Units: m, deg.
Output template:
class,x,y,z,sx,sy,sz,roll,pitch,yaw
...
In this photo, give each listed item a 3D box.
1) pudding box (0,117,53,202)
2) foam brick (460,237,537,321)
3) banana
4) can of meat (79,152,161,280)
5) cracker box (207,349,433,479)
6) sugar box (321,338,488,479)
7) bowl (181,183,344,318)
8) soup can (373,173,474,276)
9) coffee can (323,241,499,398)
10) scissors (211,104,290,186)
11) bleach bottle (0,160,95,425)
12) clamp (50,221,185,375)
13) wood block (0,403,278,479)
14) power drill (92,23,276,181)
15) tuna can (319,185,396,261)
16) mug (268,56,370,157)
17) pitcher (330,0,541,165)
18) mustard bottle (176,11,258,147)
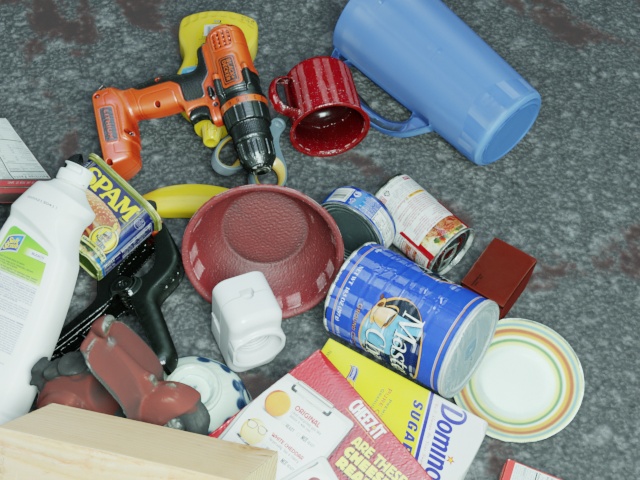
class,x,y,z,sx,sy,sz,roll,pitch,yaw
pudding box,-0.355,-0.088,1.146,0.089,0.039,0.113,-2,46,-53
foam brick,0.182,0.046,1.122,0.053,0.051,0.078,32,56,17
banana,-0.100,-0.025,1.152,0.198,0.037,0.069,23,55,11
can of meat,-0.226,-0.023,1.073,0.102,0.057,0.083,42,70,9
cracker box,-0.030,0.226,0.922,0.213,0.072,0.164,-37,65,-12
sugar box,0.062,0.175,1.016,0.176,0.048,0.093,25,56,14
bowl,-0.057,0.001,1.077,0.162,0.162,0.055,5,32,-3
soup can,0.106,-0.017,1.150,0.068,0.068,0.102,-34,63,-27
coffee can,0.088,0.076,1.043,0.140,0.103,0.102,27,54,26
scissors,-0.043,-0.114,1.236,0.096,0.016,0.201,49,50,7
bleach bottle,-0.271,0.046,0.996,0.103,0.068,0.251,22,81,13
clamp,-0.199,0.060,1.062,0.165,0.036,0.210,-10,40,16
wood block,-0.148,0.199,0.845,0.206,0.090,0.090,9,96,16
power drill,-0.148,-0.130,1.169,0.188,0.057,0.184,-19,66,8
tuna can,0.037,-0.016,1.130,0.086,0.086,0.033,30,54,15
mug,-0.007,-0.157,1.219,0.117,0.093,0.081,7,52,-28
pitcher,0.131,-0.195,1.260,0.144,0.149,0.243,-26,62,-41
mustard bottle,-0.124,-0.187,1.257,0.096,0.058,0.191,2,53,-3
